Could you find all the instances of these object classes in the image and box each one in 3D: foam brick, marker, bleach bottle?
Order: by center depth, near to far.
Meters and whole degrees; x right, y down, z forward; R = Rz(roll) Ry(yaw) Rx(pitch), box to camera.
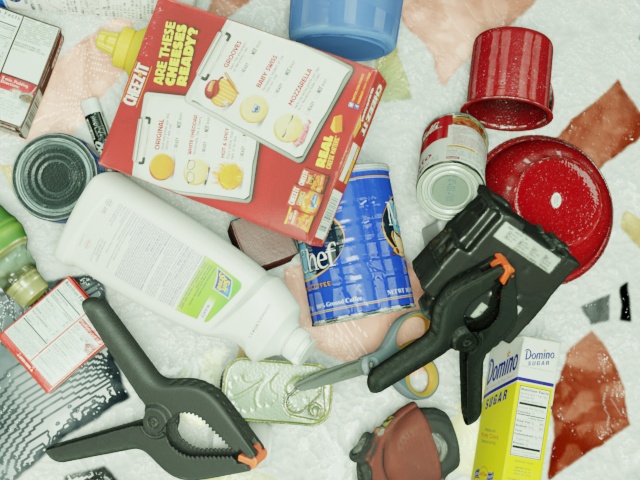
[{"bbox_3d":[-0.117,0.040,0.972,0.251,0.068,0.103,33,105,14],"label":"bleach bottle"},{"bbox_3d":[-0.057,0.001,1.026,0.051,0.078,0.053,-21,85,-9],"label":"foam brick"},{"bbox_3d":[-0.207,-0.081,1.044,0.020,0.020,0.121,-19,86,-11],"label":"marker"}]

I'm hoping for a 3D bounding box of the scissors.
[{"bbox_3d":[0.055,0.132,1.008,0.201,0.016,0.096,-31,106,-44],"label":"scissors"}]

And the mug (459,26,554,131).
[{"bbox_3d":[0.201,-0.161,1.089,0.117,0.093,0.081,18,73,-37],"label":"mug"}]

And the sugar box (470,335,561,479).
[{"bbox_3d":[0.185,0.182,1.032,0.048,0.093,0.176,9,81,-9],"label":"sugar box"}]

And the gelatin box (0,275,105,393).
[{"bbox_3d":[-0.246,0.089,1.010,0.089,0.030,0.073,-42,89,-11],"label":"gelatin box"}]

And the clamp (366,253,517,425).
[{"bbox_3d":[0.134,0.094,0.978,0.120,0.039,0.172,28,109,-28],"label":"clamp"}]

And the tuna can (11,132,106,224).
[{"bbox_3d":[-0.249,-0.059,1.018,0.086,0.034,0.086,0,88,3],"label":"tuna can"}]

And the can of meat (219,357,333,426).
[{"bbox_3d":[-0.045,0.142,1.006,0.102,0.084,0.057,5,82,-8],"label":"can of meat"}]

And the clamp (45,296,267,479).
[{"bbox_3d":[-0.145,0.148,0.957,0.210,0.036,0.164,14,104,16],"label":"clamp"}]

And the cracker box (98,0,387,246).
[{"bbox_3d":[-0.069,-0.106,0.963,0.214,0.072,0.164,21,91,13],"label":"cracker box"}]

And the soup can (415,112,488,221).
[{"bbox_3d":[0.130,-0.072,1.043,0.068,0.102,0.068,5,124,7],"label":"soup can"}]

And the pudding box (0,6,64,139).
[{"bbox_3d":[-0.309,-0.166,1.030,0.090,0.039,0.113,19,78,-5],"label":"pudding box"}]

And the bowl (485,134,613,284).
[{"bbox_3d":[0.233,-0.035,1.087,0.162,0.055,0.162,1,82,-8],"label":"bowl"}]

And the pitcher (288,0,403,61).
[{"bbox_3d":[0.023,-0.308,1.063,0.144,0.149,0.243,8,84,-23],"label":"pitcher"}]

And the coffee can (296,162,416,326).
[{"bbox_3d":[0.029,0.005,1.026,0.102,0.103,0.140,-10,84,-10],"label":"coffee can"}]
